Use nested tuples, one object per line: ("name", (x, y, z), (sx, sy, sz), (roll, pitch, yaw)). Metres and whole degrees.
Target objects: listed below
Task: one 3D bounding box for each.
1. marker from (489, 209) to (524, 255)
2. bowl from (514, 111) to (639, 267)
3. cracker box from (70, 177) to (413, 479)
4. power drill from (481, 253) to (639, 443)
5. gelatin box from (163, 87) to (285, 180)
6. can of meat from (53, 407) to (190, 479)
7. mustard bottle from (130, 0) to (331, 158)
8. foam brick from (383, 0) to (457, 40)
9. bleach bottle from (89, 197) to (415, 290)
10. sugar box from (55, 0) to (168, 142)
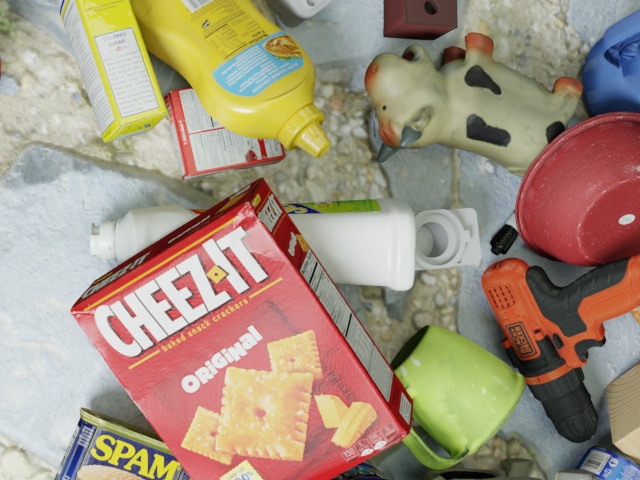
("marker", (0.196, -0.034, 0.990), (0.020, 0.020, 0.121), (42, 75, -11))
("bowl", (0.257, -0.031, 0.946), (0.162, 0.055, 0.162), (-10, 128, -13))
("cracker box", (-0.055, 0.088, 0.794), (0.164, 0.072, 0.213), (-31, 102, 15))
("power drill", (0.248, 0.083, 0.918), (0.057, 0.188, 0.184), (-40, 105, -51))
("gelatin box", (-0.080, -0.095, 0.897), (0.089, 0.030, 0.073), (-12, 89, -19))
("can of meat", (-0.157, 0.189, 0.838), (0.102, 0.057, 0.084), (24, 81, -16))
("mustard bottle", (-0.061, -0.139, 0.858), (0.096, 0.058, 0.192), (-36, 76, -31))
("foam brick", (0.088, -0.222, 0.950), (0.053, 0.051, 0.078), (0, 86, -19))
("bleach bottle", (-0.056, 0.001, 0.844), (0.250, 0.102, 0.068), (0, 100, -3))
("sugar box", (-0.173, -0.170, 0.837), (0.048, 0.093, 0.176), (-17, 92, -20))
